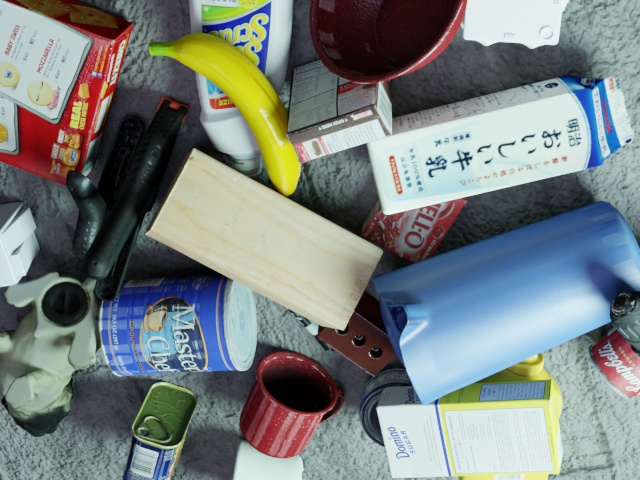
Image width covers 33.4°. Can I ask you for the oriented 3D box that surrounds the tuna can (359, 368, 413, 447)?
[{"bbox_3d":[0.085,0.182,1.148,0.086,0.033,0.086,3,116,6],"label":"tuna can"}]

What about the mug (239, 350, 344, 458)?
[{"bbox_3d":[-0.029,0.181,1.164,0.117,0.093,0.082,0,130,-32],"label":"mug"}]

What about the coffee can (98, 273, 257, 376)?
[{"bbox_3d":[-0.147,0.088,1.118,0.140,0.102,0.103,-4,116,12],"label":"coffee can"}]

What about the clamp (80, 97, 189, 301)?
[{"bbox_3d":[-0.181,-0.038,1.042,0.036,0.210,0.165,22,161,-4],"label":"clamp"}]

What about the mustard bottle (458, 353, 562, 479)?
[{"bbox_3d":[0.205,0.185,1.133,0.096,0.058,0.192,2,118,-4],"label":"mustard bottle"}]

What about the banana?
[{"bbox_3d":[-0.067,-0.122,0.973,0.070,0.037,0.197,-17,124,42],"label":"banana"}]

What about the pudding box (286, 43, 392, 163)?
[{"bbox_3d":[0.017,-0.128,0.973,0.090,0.113,0.039,-17,127,18],"label":"pudding box"}]

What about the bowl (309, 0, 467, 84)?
[{"bbox_3d":[0.070,-0.205,0.928,0.162,0.162,0.055,-37,148,24],"label":"bowl"}]

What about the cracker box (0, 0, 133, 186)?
[{"bbox_3d":[-0.306,-0.167,1.032,0.213,0.072,0.164,21,118,0],"label":"cracker box"}]

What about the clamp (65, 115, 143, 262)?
[{"bbox_3d":[-0.216,-0.042,1.079,0.039,0.120,0.172,29,141,11],"label":"clamp"}]

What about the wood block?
[{"bbox_3d":[-0.057,0.001,1.040,0.206,0.091,0.090,28,83,-10],"label":"wood block"}]

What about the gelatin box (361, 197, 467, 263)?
[{"bbox_3d":[0.093,-0.026,1.060,0.073,0.030,0.089,28,118,-6],"label":"gelatin box"}]

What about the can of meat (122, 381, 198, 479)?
[{"bbox_3d":[-0.182,0.224,1.197,0.057,0.102,0.084,18,121,0],"label":"can of meat"}]

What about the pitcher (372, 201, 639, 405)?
[{"bbox_3d":[0.182,0.057,1.026,0.243,0.149,0.145,-21,113,5],"label":"pitcher"}]

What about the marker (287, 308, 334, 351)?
[{"bbox_3d":[-0.023,0.073,1.137,0.020,0.020,0.121,-35,107,24],"label":"marker"}]

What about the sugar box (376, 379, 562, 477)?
[{"bbox_3d":[0.152,0.193,1.090,0.176,0.048,0.093,-4,115,20],"label":"sugar box"}]

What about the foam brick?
[{"bbox_3d":[0.043,0.092,1.117,0.078,0.051,0.053,35,117,-9],"label":"foam brick"}]

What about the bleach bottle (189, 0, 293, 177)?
[{"bbox_3d":[-0.067,-0.177,0.992,0.102,0.068,0.251,2,120,7],"label":"bleach bottle"}]
